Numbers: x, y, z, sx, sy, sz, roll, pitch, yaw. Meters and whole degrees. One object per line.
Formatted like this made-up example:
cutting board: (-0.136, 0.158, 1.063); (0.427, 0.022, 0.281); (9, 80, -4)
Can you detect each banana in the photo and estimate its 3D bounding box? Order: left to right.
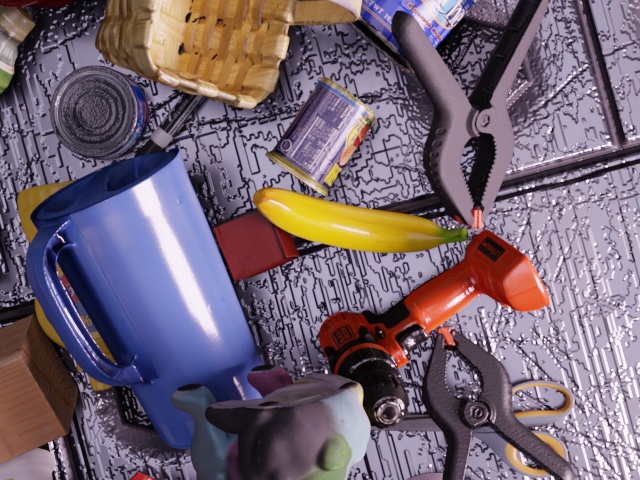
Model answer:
banana: (0.027, -0.018, 0.926); (0.197, 0.070, 0.037); (8, 66, -21)

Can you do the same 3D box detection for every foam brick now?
foam brick: (-0.056, 0.001, 0.947); (0.051, 0.078, 0.053); (-23, 86, 6)

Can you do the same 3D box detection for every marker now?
marker: (-0.131, -0.115, 0.982); (0.020, 0.020, 0.121); (39, 95, 4)

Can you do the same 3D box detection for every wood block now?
wood block: (-0.334, 0.159, 0.955); (0.206, 0.090, 0.091); (-23, 111, 2)

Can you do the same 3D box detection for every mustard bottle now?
mustard bottle: (-0.214, 0.041, 0.975); (0.096, 0.058, 0.191); (-9, 91, -2)

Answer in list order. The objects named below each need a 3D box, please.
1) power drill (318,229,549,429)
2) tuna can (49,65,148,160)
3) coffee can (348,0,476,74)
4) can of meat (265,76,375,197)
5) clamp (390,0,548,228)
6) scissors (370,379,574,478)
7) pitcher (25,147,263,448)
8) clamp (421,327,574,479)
power drill: (0.092, 0.071, 0.890); (0.187, 0.184, 0.057); (-30, 110, -2)
tuna can: (-0.204, -0.117, 0.982); (0.086, 0.033, 0.086); (0, 91, 6)
coffee can: (0.087, -0.229, 0.914); (0.103, 0.102, 0.140); (41, 95, 4)
can of meat: (0.002, -0.089, 0.928); (0.057, 0.102, 0.084); (35, 92, 5)
clamp: (0.136, -0.114, 0.916); (0.164, 0.036, 0.210); (-24, 121, -27)
scissors: (0.133, 0.181, 0.960); (0.202, 0.016, 0.096); (-17, 87, 6)
pitcher: (-0.140, 0.057, 0.900); (0.149, 0.145, 0.243); (-25, 108, -6)
clamp: (0.147, 0.155, 0.929); (0.120, 0.039, 0.171); (-9, 74, -6)
